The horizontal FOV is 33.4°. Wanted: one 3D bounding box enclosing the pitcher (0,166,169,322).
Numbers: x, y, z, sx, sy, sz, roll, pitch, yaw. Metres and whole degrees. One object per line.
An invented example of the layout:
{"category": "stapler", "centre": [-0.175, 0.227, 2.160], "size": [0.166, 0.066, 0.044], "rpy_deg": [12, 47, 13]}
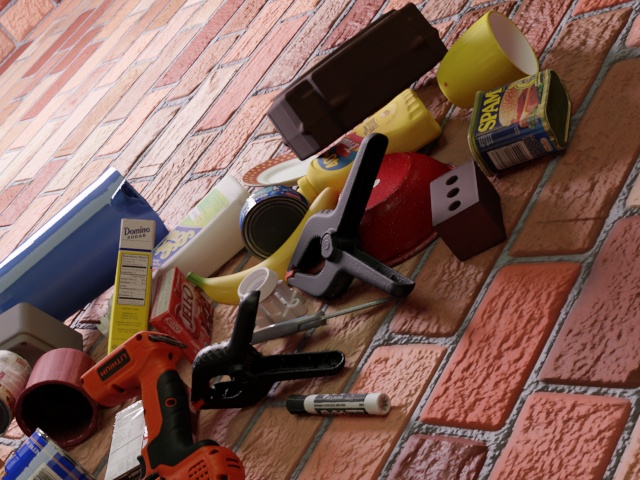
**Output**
{"category": "pitcher", "centre": [-0.327, 0.027, 1.423], "size": [0.242, 0.149, 0.145], "rpy_deg": [-40, 36, -15]}

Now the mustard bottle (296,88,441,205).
{"category": "mustard bottle", "centre": [0.045, -0.096, 1.237], "size": [0.192, 0.058, 0.096], "rpy_deg": [-36, 26, 9]}

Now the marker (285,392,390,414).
{"category": "marker", "centre": [0.013, 0.148, 0.962], "size": [0.121, 0.020, 0.020], "rpy_deg": [-9, 40, 45]}

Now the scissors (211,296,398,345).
{"category": "scissors", "centre": [-0.011, 0.082, 1.080], "size": [0.202, 0.016, 0.096], "rpy_deg": [-16, -3, 2]}

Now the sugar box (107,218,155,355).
{"category": "sugar box", "centre": [-0.215, 0.073, 1.217], "size": [0.093, 0.048, 0.176], "rpy_deg": [108, 161, -57]}

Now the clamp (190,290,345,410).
{"category": "clamp", "centre": [-0.074, 0.112, 1.023], "size": [0.172, 0.120, 0.039], "rpy_deg": [-28, 24, 29]}

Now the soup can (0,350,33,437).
{"category": "soup can", "centre": [-0.377, 0.178, 1.233], "size": [0.068, 0.068, 0.102], "rpy_deg": [-33, 16, 13]}

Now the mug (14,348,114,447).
{"category": "mug", "centre": [-0.286, 0.176, 1.229], "size": [0.117, 0.093, 0.081], "rpy_deg": [-5, 26, -1]}

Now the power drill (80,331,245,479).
{"category": "power drill", "centre": [-0.166, 0.195, 1.001], "size": [0.185, 0.057, 0.188], "rpy_deg": [-36, 58, 19]}

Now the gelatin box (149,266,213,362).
{"category": "gelatin box", "centre": [-0.155, 0.084, 1.204], "size": [0.030, 0.073, 0.089], "rpy_deg": [-30, 29, 17]}

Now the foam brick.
{"category": "foam brick", "centre": [0.141, -0.029, 1.028], "size": [0.053, 0.051, 0.078], "rpy_deg": [-29, 30, 21]}

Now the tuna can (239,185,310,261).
{"category": "tuna can", "centre": [-0.049, -0.019, 1.211], "size": [0.086, 0.086, 0.034], "rpy_deg": [-36, 26, 9]}

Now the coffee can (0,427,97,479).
{"category": "coffee can", "centre": [-0.294, 0.274, 1.065], "size": [0.140, 0.102, 0.103], "rpy_deg": [-48, 29, -16]}

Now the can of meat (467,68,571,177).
{"category": "can of meat", "centre": [0.203, -0.121, 1.082], "size": [0.084, 0.057, 0.102], "rpy_deg": [-18, 35, 32]}

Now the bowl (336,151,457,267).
{"category": "bowl", "centre": [0.071, -0.043, 1.131], "size": [0.162, 0.055, 0.162], "rpy_deg": [-30, 30, 19]}

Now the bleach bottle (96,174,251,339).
{"category": "bleach bottle", "centre": [-0.175, 0.031, 1.323], "size": [0.251, 0.068, 0.103], "rpy_deg": [-44, 29, -2]}

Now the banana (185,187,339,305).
{"category": "banana", "centre": [-0.051, 0.019, 1.181], "size": [0.198, 0.069, 0.037], "rpy_deg": [-31, 9, 5]}

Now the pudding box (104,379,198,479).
{"category": "pudding box", "centre": [-0.171, 0.204, 1.088], "size": [0.090, 0.039, 0.113], "rpy_deg": [-32, 27, 17]}

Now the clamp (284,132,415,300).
{"category": "clamp", "centre": [0.023, -0.006, 1.079], "size": [0.210, 0.036, 0.164], "rpy_deg": [-26, 65, 57]}
